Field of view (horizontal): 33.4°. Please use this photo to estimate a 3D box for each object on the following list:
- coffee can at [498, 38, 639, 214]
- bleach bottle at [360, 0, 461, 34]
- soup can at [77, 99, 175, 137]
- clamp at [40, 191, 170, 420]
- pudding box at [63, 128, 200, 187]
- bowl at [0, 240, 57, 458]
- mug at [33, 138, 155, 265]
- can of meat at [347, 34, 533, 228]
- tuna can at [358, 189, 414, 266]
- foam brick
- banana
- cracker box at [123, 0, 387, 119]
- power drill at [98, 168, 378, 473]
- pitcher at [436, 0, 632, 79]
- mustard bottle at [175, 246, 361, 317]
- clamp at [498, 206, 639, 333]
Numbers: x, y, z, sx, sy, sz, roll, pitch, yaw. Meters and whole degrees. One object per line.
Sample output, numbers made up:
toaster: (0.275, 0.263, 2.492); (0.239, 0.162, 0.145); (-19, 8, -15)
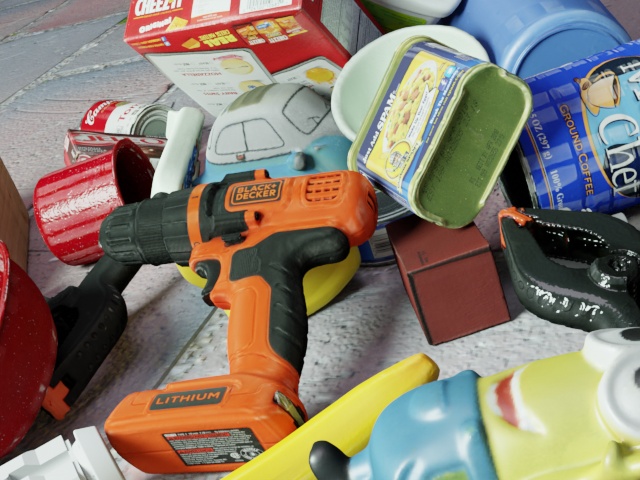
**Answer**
coffee can: (0.185, -0.070, 0.685); (0.140, 0.103, 0.103); (-19, 24, 0)
bleach bottle: (0.043, -0.188, 0.973); (0.251, 0.102, 0.068); (129, 160, -68)
soup can: (-0.190, -0.106, 1.076); (0.068, 0.068, 0.102); (-36, 30, -32)
clamp: (-0.183, 0.056, 0.761); (0.165, 0.036, 0.210); (-28, 27, 19)
pudding box: (-0.174, -0.072, 0.977); (0.113, 0.039, 0.090); (5, 18, -21)
bowl: (-0.209, 0.082, 0.660); (0.162, 0.055, 0.162); (-37, 40, 38)
mug: (-0.180, -0.027, 0.896); (0.081, 0.093, 0.117); (-18, -7, 14)
can of meat: (0.071, -0.065, 0.642); (0.057, 0.102, 0.084); (20, 10, -28)
tuna can: (0.047, -0.018, 0.760); (0.086, 0.034, 0.086); (-16, 25, 7)
foam brick: (0.075, 0.018, 0.646); (0.053, 0.051, 0.078); (-19, 24, 3)
banana: (-0.024, 0.116, 0.504); (0.197, 0.037, 0.070); (-26, -19, -29)
cracker box: (-0.033, -0.154, 0.893); (0.164, 0.213, 0.072); (-4, 68, 29)
power drill: (-0.064, 0.039, 0.617); (0.185, 0.057, 0.187); (-8, 49, 21)
pitcher: (0.178, -0.178, 0.874); (0.145, 0.149, 0.243); (-14, 28, 3)
mustard bottle: (-0.055, 0.001, 0.768); (0.096, 0.058, 0.192); (-32, 27, -16)
clamp: (0.167, 0.024, 0.555); (0.120, 0.039, 0.172); (-21, 41, -22)
